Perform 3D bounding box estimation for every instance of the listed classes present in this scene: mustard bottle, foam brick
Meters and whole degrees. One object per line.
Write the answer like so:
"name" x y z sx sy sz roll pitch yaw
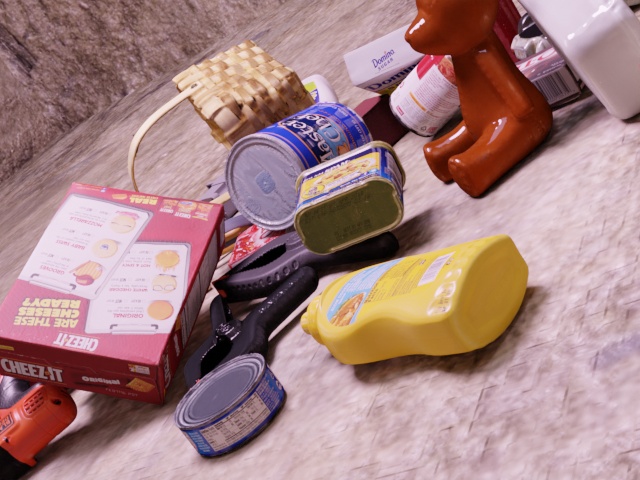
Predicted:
"mustard bottle" 0.053 0.049 0.778 0.192 0.058 0.096 -14 27 47
"foam brick" 0.055 -0.128 1.256 0.078 0.053 0.051 -43 19 -27

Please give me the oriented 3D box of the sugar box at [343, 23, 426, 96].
"sugar box" 0.104 -0.205 1.255 0.093 0.048 0.176 -22 -5 23

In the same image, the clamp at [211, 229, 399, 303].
"clamp" -0.009 0.004 1.046 0.210 0.036 0.164 -24 19 22

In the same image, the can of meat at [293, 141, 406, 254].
"can of meat" 0.026 -0.037 0.963 0.102 0.057 0.084 -22 22 13

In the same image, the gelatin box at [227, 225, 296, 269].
"gelatin box" -0.058 0.001 1.154 0.073 0.030 0.089 -29 18 17

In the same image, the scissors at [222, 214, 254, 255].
"scissors" -0.056 -0.035 1.219 0.202 0.016 0.096 -33 -12 5

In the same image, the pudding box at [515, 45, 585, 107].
"pudding box" 0.216 -0.158 1.067 0.114 0.039 0.090 -20 22 38

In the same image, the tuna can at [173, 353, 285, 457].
"tuna can" -0.070 0.128 0.833 0.086 0.033 0.086 -31 18 11

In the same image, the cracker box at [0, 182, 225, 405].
"cracker box" -0.198 0.046 1.029 0.164 0.072 0.213 9 46 8

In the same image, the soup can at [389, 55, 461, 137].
"soup can" 0.131 -0.169 1.156 0.102 0.068 0.068 -47 7 36

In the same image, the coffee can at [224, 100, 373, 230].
"coffee can" -0.020 -0.082 1.136 0.103 0.103 0.140 -20 9 39

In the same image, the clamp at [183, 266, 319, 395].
"clamp" -0.080 0.089 0.948 0.120 0.039 0.171 -21 22 41

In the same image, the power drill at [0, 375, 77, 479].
"power drill" -0.340 0.173 1.071 0.184 0.057 0.188 -38 43 -1
